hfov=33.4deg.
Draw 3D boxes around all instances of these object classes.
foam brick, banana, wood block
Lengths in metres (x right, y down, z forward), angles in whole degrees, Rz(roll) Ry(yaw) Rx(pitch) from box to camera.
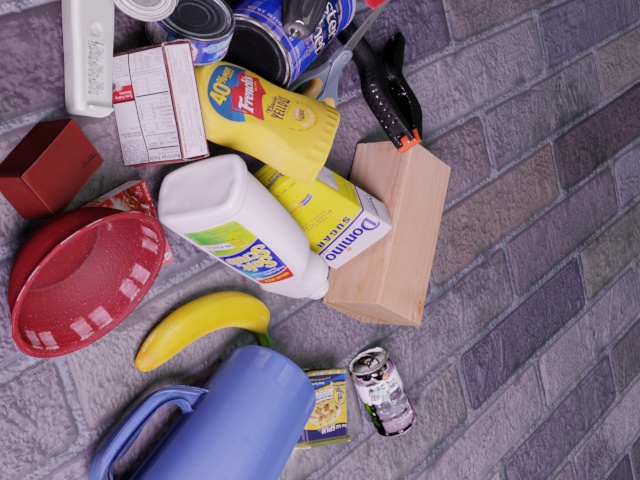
[{"bbox_3d":[-0.242,-0.063,0.944,0.053,0.051,0.078,57,49,-33],"label":"foam brick"},{"bbox_3d":[-0.112,0.089,1.105,0.197,0.037,0.069,-4,92,-50],"label":"banana"},{"bbox_3d":[0.081,-0.009,1.297,0.090,0.090,0.206,29,68,-46],"label":"wood block"}]

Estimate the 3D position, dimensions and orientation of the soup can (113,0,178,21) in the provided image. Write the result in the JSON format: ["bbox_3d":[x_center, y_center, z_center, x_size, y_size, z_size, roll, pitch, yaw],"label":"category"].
[{"bbox_3d":[-0.157,-0.266,1.017,0.068,0.069,0.102,49,38,-37],"label":"soup can"}]

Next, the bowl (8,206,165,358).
[{"bbox_3d":[-0.215,0.025,0.936,0.162,0.055,0.162,-37,153,-23],"label":"bowl"}]

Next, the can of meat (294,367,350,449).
[{"bbox_3d":[-0.013,0.188,1.206,0.101,0.058,0.084,3,84,-50],"label":"can of meat"}]

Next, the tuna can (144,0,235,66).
[{"bbox_3d":[-0.128,-0.214,1.057,0.086,0.034,0.086,13,48,-15],"label":"tuna can"}]

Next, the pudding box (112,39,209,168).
[{"bbox_3d":[-0.156,-0.129,1.017,0.039,0.090,0.113,-21,104,-48],"label":"pudding box"}]

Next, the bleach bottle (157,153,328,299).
[{"bbox_3d":[-0.057,0.001,1.111,0.250,0.103,0.068,39,47,-50],"label":"bleach bottle"}]

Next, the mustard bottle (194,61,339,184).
[{"bbox_3d":[-0.079,-0.132,1.078,0.191,0.058,0.096,23,48,-7],"label":"mustard bottle"}]

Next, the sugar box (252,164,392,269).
[{"bbox_3d":[-0.006,-0.032,1.188,0.176,0.093,0.048,29,33,-44],"label":"sugar box"}]

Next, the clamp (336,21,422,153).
[{"bbox_3d":[0.068,-0.199,1.271,0.164,0.036,0.210,22,44,-43],"label":"clamp"}]

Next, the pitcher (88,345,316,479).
[{"bbox_3d":[-0.108,0.213,1.046,0.149,0.145,0.242,88,27,-45],"label":"pitcher"}]

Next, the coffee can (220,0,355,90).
[{"bbox_3d":[-0.039,-0.234,1.149,0.140,0.103,0.102,-52,126,-37],"label":"coffee can"}]

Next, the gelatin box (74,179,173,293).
[{"bbox_3d":[-0.187,-0.004,1.024,0.073,0.030,0.089,-35,115,-44],"label":"gelatin box"}]

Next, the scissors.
[{"bbox_3d":[0.026,-0.195,1.220,0.201,0.016,0.096,-41,143,-5],"label":"scissors"}]
